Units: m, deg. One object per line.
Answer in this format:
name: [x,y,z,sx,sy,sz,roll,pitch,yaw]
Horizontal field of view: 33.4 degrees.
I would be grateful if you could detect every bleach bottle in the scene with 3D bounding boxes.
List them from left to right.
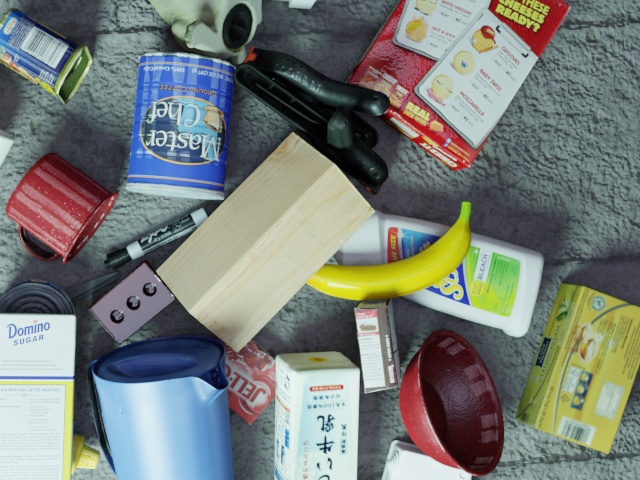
bleach bottle: [0.113,0.030,1.177,0.250,0.068,0.102,13,90,-6]

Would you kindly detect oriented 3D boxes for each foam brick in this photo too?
foam brick: [-0.198,0.065,1.131,0.078,0.051,0.053,-41,96,-7]

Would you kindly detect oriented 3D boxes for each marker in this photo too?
marker: [-0.177,-0.001,1.151,0.121,0.020,0.020,-27,94,-8]

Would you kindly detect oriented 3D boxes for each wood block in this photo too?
wood block: [-0.057,0.002,1.112,0.206,0.091,0.090,-46,132,-2]

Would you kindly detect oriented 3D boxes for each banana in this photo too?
banana: [0.080,0.026,1.129,0.198,0.037,0.070,-22,71,0]

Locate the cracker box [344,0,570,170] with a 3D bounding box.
cracker box: [0.146,-0.210,1.176,0.164,0.072,0.213,33,84,-8]

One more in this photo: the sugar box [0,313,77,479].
sugar box: [-0.292,0.161,1.062,0.093,0.048,0.176,3,82,-11]

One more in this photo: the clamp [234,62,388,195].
clamp: [0.006,-0.112,1.123,0.165,0.209,0.036,32,85,34]

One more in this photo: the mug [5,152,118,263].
mug: [-0.275,-0.029,1.108,0.081,0.093,0.117,36,121,-3]

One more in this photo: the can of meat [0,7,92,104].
can of meat: [-0.286,-0.190,1.092,0.084,0.102,0.057,31,86,-6]

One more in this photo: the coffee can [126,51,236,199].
coffee can: [-0.145,-0.117,1.113,0.102,0.103,0.140,5,89,-9]

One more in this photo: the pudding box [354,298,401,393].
pudding box: [0.062,0.108,1.142,0.039,0.113,0.090,-8,91,5]

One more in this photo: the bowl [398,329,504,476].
bowl: [0.134,0.181,1.158,0.055,0.161,0.162,-25,95,34]

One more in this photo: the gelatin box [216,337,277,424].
gelatin box: [-0.086,0.145,1.160,0.089,0.030,0.073,42,84,-7]

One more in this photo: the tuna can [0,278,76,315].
tuna can: [-0.298,0.084,1.107,0.086,0.034,0.086,0,93,-11]

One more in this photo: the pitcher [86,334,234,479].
pitcher: [-0.157,0.225,1.095,0.145,0.149,0.243,-8,104,-9]

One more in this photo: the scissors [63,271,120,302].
scissors: [-0.306,0.096,1.133,0.201,0.016,0.096,-9,93,-9]

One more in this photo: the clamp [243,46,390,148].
clamp: [-0.002,-0.154,1.151,0.171,0.120,0.039,27,70,13]
